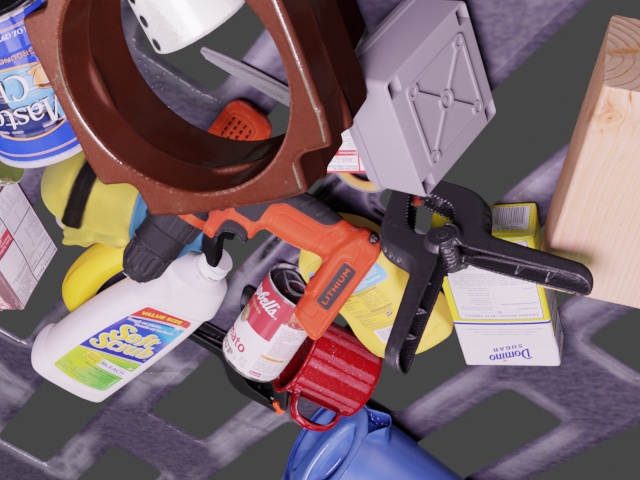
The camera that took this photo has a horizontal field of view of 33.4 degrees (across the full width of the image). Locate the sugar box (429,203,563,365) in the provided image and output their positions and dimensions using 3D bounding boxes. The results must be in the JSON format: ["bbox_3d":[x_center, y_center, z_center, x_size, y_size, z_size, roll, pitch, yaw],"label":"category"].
[{"bbox_3d":[0.163,0.044,0.973,0.093,0.048,0.176,-1,137,21],"label":"sugar box"}]

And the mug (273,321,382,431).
[{"bbox_3d":[0.006,0.137,1.077,0.081,0.117,0.093,28,148,-16],"label":"mug"}]

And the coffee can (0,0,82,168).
[{"bbox_3d":[-0.248,-0.146,0.885,0.103,0.102,0.140,2,134,18],"label":"coffee can"}]

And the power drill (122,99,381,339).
[{"bbox_3d":[-0.056,0.001,0.917,0.187,0.057,0.184,37,99,-2],"label":"power drill"}]

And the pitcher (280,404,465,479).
[{"bbox_3d":[0.081,0.292,1.198,0.242,0.145,0.149,37,166,-22],"label":"pitcher"}]

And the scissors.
[{"bbox_3d":[-0.011,-0.097,0.909,0.202,0.016,0.096,17,132,3],"label":"scissors"}]

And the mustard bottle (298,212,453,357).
[{"bbox_3d":[0.036,0.030,0.994,0.096,0.058,0.191,-20,125,38],"label":"mustard bottle"}]

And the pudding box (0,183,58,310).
[{"bbox_3d":[-0.318,0.001,1.071,0.039,0.090,0.113,-2,133,20],"label":"pudding box"}]

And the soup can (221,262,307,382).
[{"bbox_3d":[-0.045,0.082,1.049,0.068,0.068,0.102,29,118,-10],"label":"soup can"}]

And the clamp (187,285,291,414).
[{"bbox_3d":[-0.075,0.116,1.139,0.120,0.039,0.171,-21,121,42],"label":"clamp"}]

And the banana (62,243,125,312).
[{"bbox_3d":[-0.226,0.035,1.116,0.069,0.037,0.198,12,144,-25],"label":"banana"}]

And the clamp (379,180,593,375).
[{"bbox_3d":[0.113,0.007,0.854,0.164,0.210,0.036,-19,129,5],"label":"clamp"}]

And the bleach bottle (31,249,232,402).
[{"bbox_3d":[-0.186,0.075,1.089,0.102,0.068,0.251,35,127,-25],"label":"bleach bottle"}]
